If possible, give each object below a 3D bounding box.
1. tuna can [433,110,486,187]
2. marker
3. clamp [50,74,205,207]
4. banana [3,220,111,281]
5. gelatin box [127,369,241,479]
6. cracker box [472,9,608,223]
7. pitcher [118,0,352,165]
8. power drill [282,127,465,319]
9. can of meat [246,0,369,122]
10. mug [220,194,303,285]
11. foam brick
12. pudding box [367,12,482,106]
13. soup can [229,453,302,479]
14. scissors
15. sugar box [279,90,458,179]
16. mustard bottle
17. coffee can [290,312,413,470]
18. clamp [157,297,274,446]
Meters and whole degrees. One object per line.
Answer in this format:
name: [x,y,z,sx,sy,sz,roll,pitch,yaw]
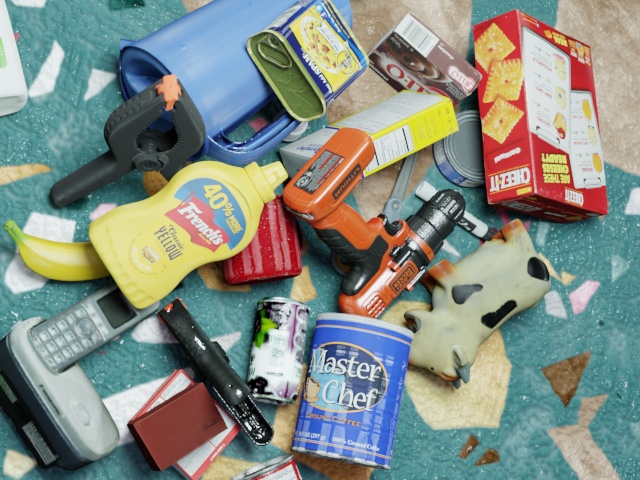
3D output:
tuna can: [0.175,-0.105,1.240,0.086,0.034,0.086,5,76,-19]
marker: [0.162,-0.027,1.225,0.121,0.020,0.020,34,68,-10]
clamp: [-0.175,-0.083,1.022,0.164,0.210,0.036,-1,61,-15]
banana: [-0.210,0.005,1.057,0.197,0.070,0.037,-8,41,-24]
gelatin box: [-0.135,0.183,1.059,0.089,0.030,0.073,44,68,-6]
cracker box: [0.253,-0.137,1.229,0.163,0.072,0.214,10,72,-46]
pitcher: [-0.075,-0.191,1.117,0.242,0.145,0.149,-38,118,-27]
power drill: [0.059,-0.027,1.101,0.184,0.057,0.187,-49,128,-13]
can of meat: [-0.010,-0.184,1.058,0.083,0.058,0.102,-46,111,-31]
mug: [-0.057,0.001,1.107,0.117,0.093,0.081,-1,81,-57]
foam brick: [-0.137,0.177,1.014,0.078,0.051,0.053,-29,90,-22]
pudding box: [0.115,-0.195,1.209,0.113,0.090,0.039,42,65,-6]
soup can: [-0.040,0.271,1.053,0.068,0.069,0.102,-20,86,-24]
scissors: [0.063,-0.034,1.192,0.096,0.016,0.202,11,74,-18]
sugar box: [0.053,-0.109,1.162,0.176,0.093,0.048,-30,116,-22]
mustard bottle: [-0.118,-0.021,1.021,0.191,0.058,0.096,-30,107,-2]
coffee can: [0.033,0.153,1.084,0.102,0.103,0.140,15,77,-17]
clamp: [-0.106,0.118,1.032,0.039,0.120,0.171,-36,68,-17]
